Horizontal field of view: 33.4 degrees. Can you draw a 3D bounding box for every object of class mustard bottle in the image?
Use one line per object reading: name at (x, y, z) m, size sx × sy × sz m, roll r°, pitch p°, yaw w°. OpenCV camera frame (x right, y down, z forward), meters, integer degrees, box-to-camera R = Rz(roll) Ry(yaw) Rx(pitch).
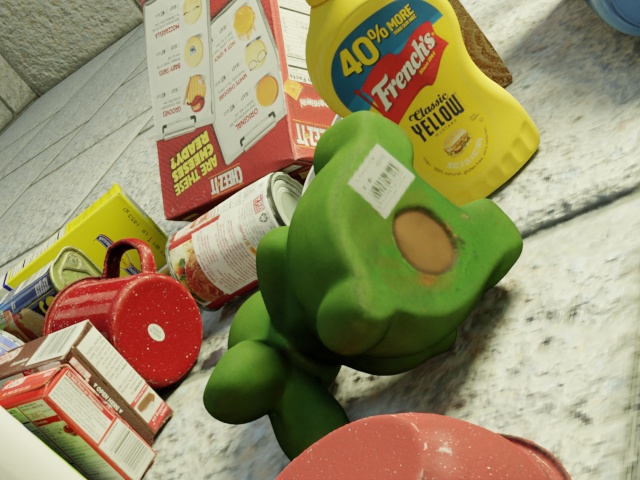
mustard bottle at (0.047, -0.106, 0.657) m, size 0.096 × 0.191 × 0.058 m, roll -38°, pitch 19°, yaw 5°

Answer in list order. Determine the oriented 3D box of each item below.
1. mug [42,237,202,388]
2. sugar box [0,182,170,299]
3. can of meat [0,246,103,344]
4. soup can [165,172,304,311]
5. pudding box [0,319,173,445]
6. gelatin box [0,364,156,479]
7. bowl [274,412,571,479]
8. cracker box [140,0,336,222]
mug at (-0.139, 0.056, 0.774) m, size 0.082 × 0.093 × 0.117 m, roll -11°, pitch 72°, yaw 45°
sugar box at (-0.222, 0.039, 0.975) m, size 0.176 × 0.093 × 0.048 m, roll -40°, pitch 19°, yaw 0°
can of meat at (-0.206, 0.068, 0.870) m, size 0.084 × 0.102 × 0.057 m, roll -32°, pitch 21°, yaw 25°
soup can at (-0.055, 0.001, 0.793) m, size 0.102 × 0.068 × 0.068 m, roll -30°, pitch 22°, yaw 24°
pudding box at (-0.169, 0.108, 0.731) m, size 0.114 × 0.090 × 0.039 m, roll -20°, pitch 28°, yaw 43°
gelatin box at (-0.160, 0.122, 0.684) m, size 0.073 × 0.089 × 0.030 m, roll -20°, pitch 28°, yaw 44°
bowl at (0.018, 0.121, 0.419) m, size 0.162 × 0.055 × 0.162 m, roll -34°, pitch 21°, yaw 14°
cracker box at (-0.066, -0.137, 0.868) m, size 0.071 × 0.214 × 0.164 m, roll 3°, pitch -17°, yaw -44°
